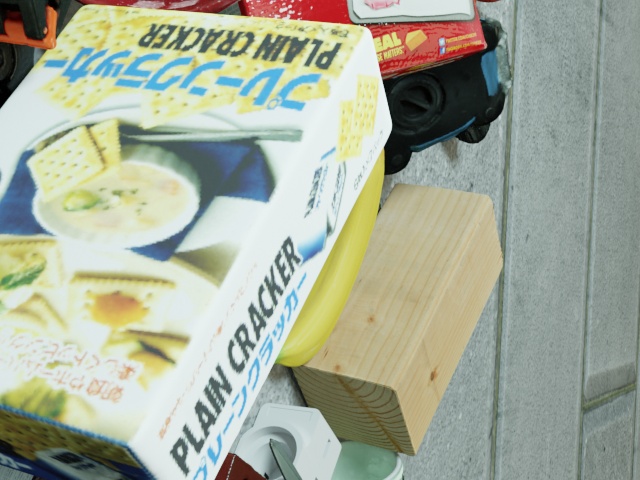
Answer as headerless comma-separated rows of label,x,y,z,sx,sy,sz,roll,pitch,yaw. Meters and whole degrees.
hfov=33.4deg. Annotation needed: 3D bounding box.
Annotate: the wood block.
wood block,0.070,0.058,0.872,0.205,0.090,0.091,-59,145,-35
